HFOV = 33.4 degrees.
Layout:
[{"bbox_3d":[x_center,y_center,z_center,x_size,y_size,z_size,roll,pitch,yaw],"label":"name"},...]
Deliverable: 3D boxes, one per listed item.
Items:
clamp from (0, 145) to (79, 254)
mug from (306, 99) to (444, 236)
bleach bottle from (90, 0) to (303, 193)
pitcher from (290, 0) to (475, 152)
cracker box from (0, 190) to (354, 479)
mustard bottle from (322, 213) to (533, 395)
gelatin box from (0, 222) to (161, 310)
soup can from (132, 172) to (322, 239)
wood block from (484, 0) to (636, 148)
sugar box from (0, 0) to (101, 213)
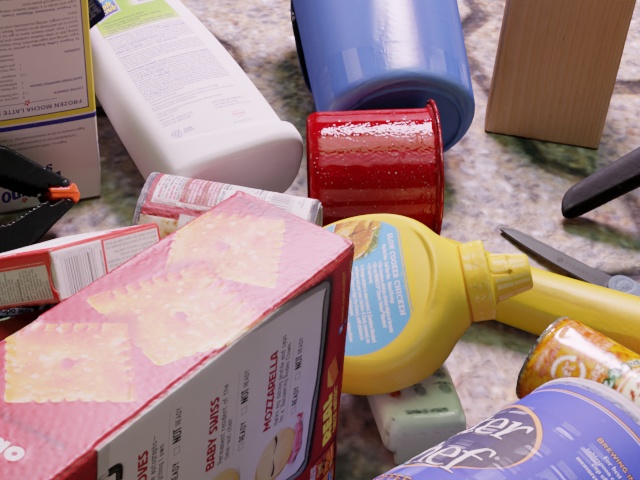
[{"bbox_3d":[-0.231,-0.026,0.627,0.171,0.120,0.039,-19,6,-34],"label":"clamp"},{"bbox_3d":[0.032,-0.044,0.696,0.081,0.093,0.117,-2,5,-2],"label":"mug"},{"bbox_3d":[-0.114,-0.129,0.746,0.102,0.068,0.251,-19,59,-24],"label":"bleach bottle"},{"bbox_3d":[0.035,-0.171,0.796,0.145,0.149,0.243,-14,58,11],"label":"pitcher"},{"bbox_3d":[-0.077,0.100,0.411,0.072,0.164,0.213,25,40,28],"label":"cracker box"},{"bbox_3d":[0.013,0.034,0.550,0.192,0.058,0.096,-12,53,8],"label":"mustard bottle"},{"bbox_3d":[-0.137,0.015,0.569,0.073,0.030,0.089,-8,6,31],"label":"gelatin box"},{"bbox_3d":[-0.054,0.001,0.631,0.102,0.068,0.068,10,36,5],"label":"soup can"},{"bbox_3d":[0.185,-0.184,0.795,0.091,0.206,0.090,10,36,8],"label":"wood block"},{"bbox_3d":[-0.190,-0.103,0.663,0.093,0.176,0.048,-11,42,-22],"label":"sugar box"}]
